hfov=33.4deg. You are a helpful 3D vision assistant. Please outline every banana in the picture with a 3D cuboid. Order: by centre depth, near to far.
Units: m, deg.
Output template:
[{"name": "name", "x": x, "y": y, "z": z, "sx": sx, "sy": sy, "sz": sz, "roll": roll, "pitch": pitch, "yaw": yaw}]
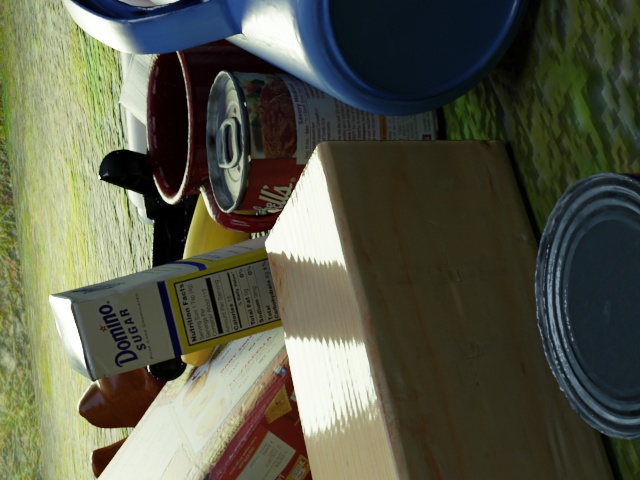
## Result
[{"name": "banana", "x": -0.057, "y": -0.014, "z": 0.692, "sx": 0.069, "sy": 0.037, "sz": 0.197, "roll": 77, "pitch": -158, "yaw": -46}]

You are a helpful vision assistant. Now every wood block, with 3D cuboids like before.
[{"name": "wood block", "x": 0.048, "y": 0.070, "z": 0.436, "sx": 0.091, "sy": 0.090, "sz": 0.206, "roll": 120, "pitch": 142, "yaw": -56}]

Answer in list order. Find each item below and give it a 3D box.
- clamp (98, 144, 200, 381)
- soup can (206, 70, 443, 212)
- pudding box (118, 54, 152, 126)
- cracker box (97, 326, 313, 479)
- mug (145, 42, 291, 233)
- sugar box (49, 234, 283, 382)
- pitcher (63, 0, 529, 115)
[{"name": "clamp", "x": -0.102, "y": -0.035, "z": 0.712, "sx": 0.210, "sy": 0.036, "sz": 0.164, "roll": -86, "pitch": -9, "yaw": -49}, {"name": "soup can", "x": 0.001, "y": -0.050, "z": 0.527, "sx": 0.069, "sy": 0.102, "sz": 0.068, "roll": 177, "pitch": 90, "yaw": -70}, {"name": "pudding box", "x": -0.109, "y": -0.116, "z": 0.841, "sx": 0.090, "sy": 0.039, "sz": 0.114, "roll": 42, "pitch": 151, "yaw": 0}, {"name": "cracker box", "x": -0.053, "y": 0.123, "z": 0.634, "sx": 0.164, "sy": 0.072, "sz": 0.214, "roll": -55, "pitch": 15, "yaw": -13}, {"name": "mug", "x": -0.044, "y": -0.058, "z": 0.592, "sx": 0.093, "sy": 0.081, "sz": 0.117, "roll": 122, "pitch": 138, "yaw": -54}, {"name": "sugar box", "x": -0.044, "y": 0.026, "z": 0.547, "sx": 0.093, "sy": 0.176, "sz": 0.048, "roll": 177, "pitch": 76, "yaw": -71}, {"name": "pitcher", "x": -0.019, "y": -0.139, "z": 0.501, "sx": 0.243, "sy": 0.144, "sz": 0.149, "roll": 44, "pitch": 116, "yaw": 54}]
